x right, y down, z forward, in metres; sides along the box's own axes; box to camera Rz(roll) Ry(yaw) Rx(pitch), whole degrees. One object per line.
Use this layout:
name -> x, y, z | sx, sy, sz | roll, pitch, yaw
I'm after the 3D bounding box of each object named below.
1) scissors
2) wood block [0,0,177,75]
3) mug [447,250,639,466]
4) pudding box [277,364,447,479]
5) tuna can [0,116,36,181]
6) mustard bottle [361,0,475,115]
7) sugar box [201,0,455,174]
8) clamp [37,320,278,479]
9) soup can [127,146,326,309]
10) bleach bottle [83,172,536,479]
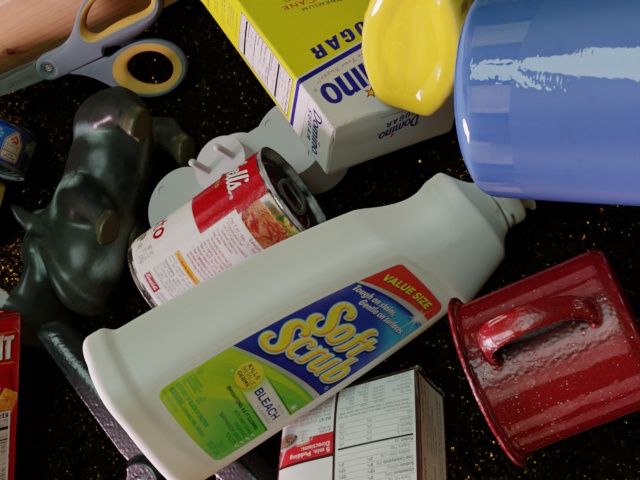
scissors -> -0.177, -0.117, 0.777 | 0.202, 0.096, 0.016 | -32, 20, 29
wood block -> -0.194, -0.198, 0.779 | 0.206, 0.090, 0.090 | -23, 66, 14
mug -> 0.116, 0.052, 0.530 | 0.082, 0.117, 0.093 | -25, 60, 15
pudding box -> 0.022, 0.132, 0.581 | 0.090, 0.039, 0.113 | -18, 46, 23
tuna can -> -0.256, -0.075, 0.794 | 0.086, 0.086, 0.034 | 12, 80, 31
mustard bottle -> 0.084, -0.166, 0.614 | 0.058, 0.096, 0.191 | 18, 52, 15
sugar box -> 0.001, -0.126, 0.662 | 0.093, 0.048, 0.176 | -22, 55, -24
clamp -> -0.109, 0.156, 0.662 | 0.210, 0.036, 0.164 | 17, 97, 24
soup can -> -0.054, 0.001, 0.631 | 0.102, 0.068, 0.068 | -34, 61, 15
bleach bottle -> 0.004, 0.031, 0.585 | 0.251, 0.102, 0.068 | -32, 37, -4
